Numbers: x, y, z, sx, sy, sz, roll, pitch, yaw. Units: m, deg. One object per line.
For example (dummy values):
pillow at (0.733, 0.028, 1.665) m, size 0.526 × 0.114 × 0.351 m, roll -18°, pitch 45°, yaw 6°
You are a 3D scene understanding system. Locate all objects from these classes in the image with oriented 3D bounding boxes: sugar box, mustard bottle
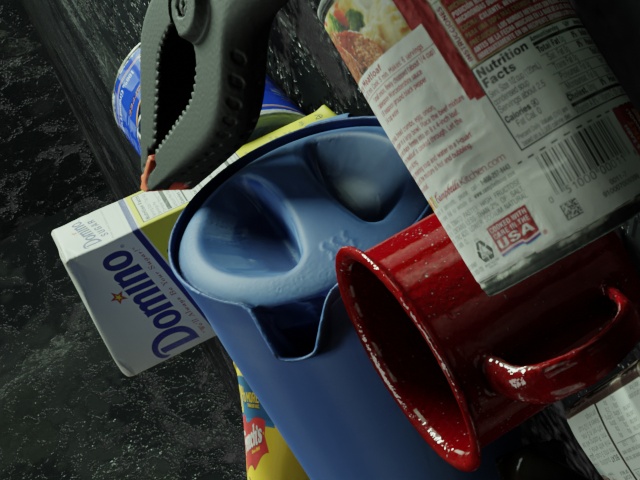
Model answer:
sugar box at (-0.054, 0.001, 0.618) m, size 0.048 × 0.176 × 0.093 m, roll 47°, pitch 161°, yaw 52°
mustard bottle at (-0.020, 0.122, 0.658) m, size 0.096 × 0.058 × 0.191 m, roll 164°, pitch 101°, yaw -75°

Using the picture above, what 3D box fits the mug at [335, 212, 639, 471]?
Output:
mug at (0.067, 0.026, 0.384) m, size 0.093 × 0.081 × 0.117 m, roll 65°, pitch 167°, yaw -16°

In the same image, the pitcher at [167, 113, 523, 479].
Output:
pitcher at (0.032, 0.061, 0.554) m, size 0.145 × 0.149 × 0.242 m, roll 24°, pitch 147°, yaw 48°

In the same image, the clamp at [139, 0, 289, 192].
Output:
clamp at (-0.041, -0.104, 0.474) m, size 0.165 × 0.036 × 0.210 m, roll 47°, pitch 130°, yaw 44°

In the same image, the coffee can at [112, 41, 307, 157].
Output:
coffee can at (-0.065, -0.067, 0.695) m, size 0.140 × 0.102 × 0.103 m, roll 50°, pitch 164°, yaw 46°

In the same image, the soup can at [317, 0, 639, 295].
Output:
soup can at (0.053, -0.043, 0.324) m, size 0.102 × 0.068 × 0.068 m, roll 60°, pitch 169°, yaw 6°
